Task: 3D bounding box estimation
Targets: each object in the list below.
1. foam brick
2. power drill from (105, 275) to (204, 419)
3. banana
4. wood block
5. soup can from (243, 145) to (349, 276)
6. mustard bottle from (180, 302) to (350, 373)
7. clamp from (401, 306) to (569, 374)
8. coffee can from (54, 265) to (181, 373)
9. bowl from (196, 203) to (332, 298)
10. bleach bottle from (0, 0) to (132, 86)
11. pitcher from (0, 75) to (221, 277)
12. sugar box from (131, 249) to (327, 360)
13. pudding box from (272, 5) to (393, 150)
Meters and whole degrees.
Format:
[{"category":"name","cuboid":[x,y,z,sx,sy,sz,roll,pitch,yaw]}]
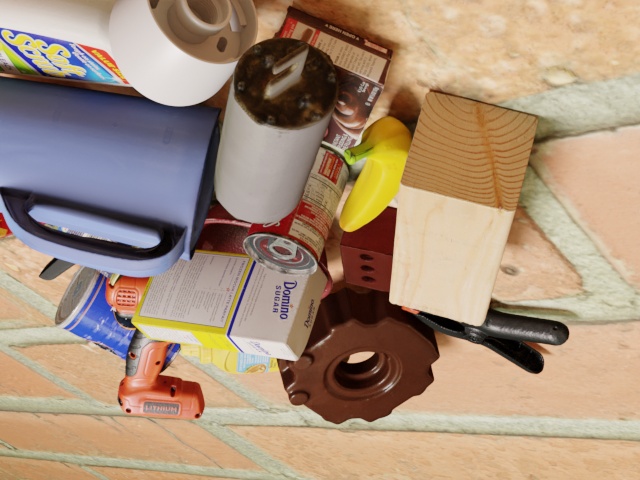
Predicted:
[{"category":"foam brick","cuboid":[0.052,0.007,1.021,0.053,0.051,0.078,13,153,13]},{"category":"power drill","cuboid":[-0.165,0.121,1.264,0.184,0.057,0.188,6,115,-7]},{"category":"banana","cuboid":[0.045,-0.059,0.891,0.037,0.069,0.198,61,173,16]},{"category":"wood block","cuboid":[0.114,-0.019,0.887,0.090,0.090,0.206,15,153,9]},{"category":"soup can","cuboid":[-0.020,-0.029,0.947,0.068,0.102,0.068,16,154,8]},{"category":"mustard bottle","cuboid":[-0.062,0.113,1.211,0.191,0.058,0.096,-4,144,-10]},{"category":"clamp","cuboid":[0.172,0.086,1.102,0.171,0.039,0.120,22,151,-3]},{"category":"coffee can","cuboid":[-0.244,0.092,1.330,0.140,0.102,0.103,31,151,-22]},{"category":"bowl","cuboid":[-0.057,0.001,1.082,0.162,0.055,0.162,16,153,8]},{"category":"bleach bottle","cuboid":[-0.197,-0.168,0.852,0.251,0.068,0.102,10,155,15]},{"category":"pitcher","cuboid":[-0.209,-0.062,0.894,0.242,0.145,0.149,11,-175,-3]},{"category":"sugar box","cuboid":[-0.089,0.060,1.046,0.176,0.093,0.048,7,152,25]},{"category":"pudding box","cuboid":[0.000,-0.122,0.828,0.090,0.039,0.114,22,153,-3]}]
